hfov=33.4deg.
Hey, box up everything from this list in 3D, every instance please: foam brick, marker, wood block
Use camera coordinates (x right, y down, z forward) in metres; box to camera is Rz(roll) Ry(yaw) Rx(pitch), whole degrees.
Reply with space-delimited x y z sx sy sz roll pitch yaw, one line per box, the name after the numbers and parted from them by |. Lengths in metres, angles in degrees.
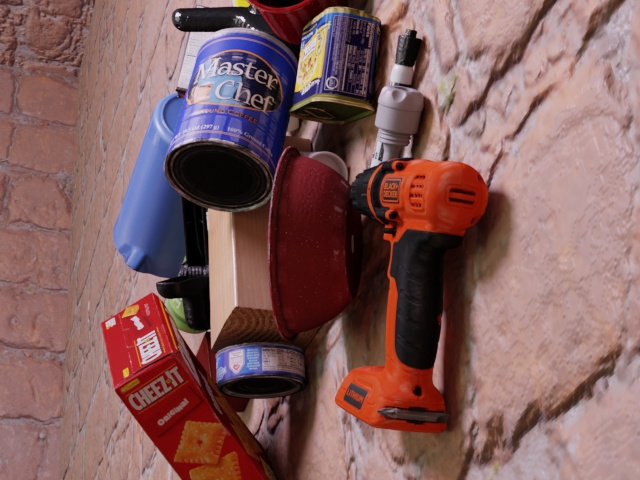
-0.109 0.149 1.210 0.078 0.051 0.053 -101 27 -43 | foam brick
0.060 -0.108 0.852 0.020 0.020 0.121 -134 53 -67 | marker
-0.057 0.002 1.049 0.090 0.090 0.206 121 150 -51 | wood block

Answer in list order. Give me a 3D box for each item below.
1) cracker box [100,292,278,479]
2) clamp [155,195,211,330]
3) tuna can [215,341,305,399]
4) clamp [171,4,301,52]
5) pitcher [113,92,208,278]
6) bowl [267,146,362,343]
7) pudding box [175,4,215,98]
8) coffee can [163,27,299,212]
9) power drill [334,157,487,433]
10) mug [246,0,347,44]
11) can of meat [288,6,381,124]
-0.122 0.172 1.036 0.213 0.072 0.164 60 175 -22 | cracker box
-0.135 0.027 1.172 0.210 0.036 0.164 76 -163 -61 | clamp
-0.056 0.124 1.009 0.086 0.086 0.034 132 139 -60 | tuna can
-0.068 -0.227 1.093 0.172 0.120 0.039 35 157 38 | clamp
-0.178 -0.078 1.377 0.243 0.144 0.149 116 144 -47 | pitcher
0.001 0.003 0.873 0.162 0.055 0.162 0 -90 -79 | bowl
-0.118 -0.219 1.281 0.039 0.090 0.113 86 -164 -79 | pudding box
-0.080 -0.112 0.993 0.103 0.102 0.140 123 161 -53 | coffee can
0.053 0.033 0.761 0.185 0.057 0.188 -170 86 -75 | power drill
-0.019 -0.247 1.003 0.081 0.093 0.117 47 -124 -67 | mug
0.013 -0.153 0.949 0.102 0.057 0.084 174 103 -71 | can of meat
